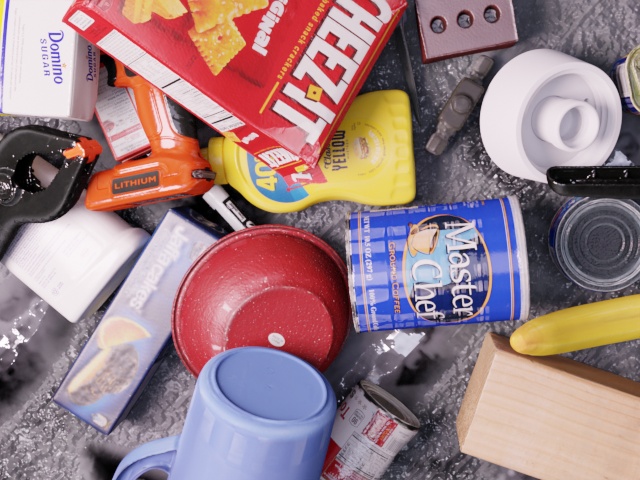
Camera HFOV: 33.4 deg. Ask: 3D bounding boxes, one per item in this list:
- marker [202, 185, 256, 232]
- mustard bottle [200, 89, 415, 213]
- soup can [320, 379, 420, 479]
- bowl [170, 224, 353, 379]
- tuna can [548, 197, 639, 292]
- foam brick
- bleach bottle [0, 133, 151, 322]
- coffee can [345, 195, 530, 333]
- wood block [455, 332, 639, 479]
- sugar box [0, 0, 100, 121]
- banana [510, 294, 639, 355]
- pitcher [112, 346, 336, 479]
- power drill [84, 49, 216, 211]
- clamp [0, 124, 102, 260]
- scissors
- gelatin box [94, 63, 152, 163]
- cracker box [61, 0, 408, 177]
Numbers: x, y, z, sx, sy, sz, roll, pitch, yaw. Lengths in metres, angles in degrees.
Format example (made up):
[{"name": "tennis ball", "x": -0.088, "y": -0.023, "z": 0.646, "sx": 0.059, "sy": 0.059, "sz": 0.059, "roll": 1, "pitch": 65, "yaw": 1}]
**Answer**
[{"name": "marker", "x": -0.056, "y": 0.001, "z": 0.931, "sx": 0.020, "sy": 0.020, "sz": 0.121, "roll": -41, "pitch": 91, "yaw": 7}, {"name": "mustard bottle", "x": -0.017, "y": -0.072, "z": 0.901, "sx": 0.191, "sy": 0.058, "sz": 0.096, "roll": -4, "pitch": 92, "yaw": 6}, {"name": "soup can", "x": 0.030, "y": 0.180, "z": 0.916, "sx": 0.068, "sy": 0.068, "sz": 0.102, "roll": 36, "pitch": 97, "yaw": 1}, {"name": "bowl", "x": -0.040, "y": 0.071, "z": 0.888, "sx": 0.162, "sy": 0.055, "sz": 0.162, "roll": -5, "pitch": 110, "yaw": -15}, {"name": "tuna can", "x": 0.237, "y": 0.000, "z": 0.898, "sx": 0.086, "sy": 0.033, "sz": 0.086, "roll": 0, "pitch": 95, "yaw": 5}, {"name": "foam brick", "x": 0.119, "y": -0.180, "z": 0.882, "sx": 0.078, "sy": 0.051, "sz": 0.053, "roll": -11, "pitch": 94, "yaw": 6}, {"name": "bleach bottle", "x": -0.272, "y": -0.045, "z": 0.924, "sx": 0.251, "sy": 0.068, "sz": 0.102, "roll": 41, "pitch": 99, "yaw": 2}, {"name": "coffee can", "x": 0.095, "y": 0.020, "z": 0.878, "sx": 0.140, "sy": 0.102, "sz": 0.103, "roll": -5, "pitch": 95, "yaw": 5}, {"name": "wood block", "x": 0.226, "y": 0.156, "z": 0.886, "sx": 0.206, "sy": 0.091, "sz": 0.090, "roll": 18, "pitch": 96, "yaw": 3}, {"name": "sugar box", "x": -0.262, "y": -0.147, "z": 0.856, "sx": 0.176, "sy": 0.048, "sz": 0.093, "roll": 6, "pitch": 93, "yaw": 17}, {"name": "banana", "x": 0.243, "y": 0.065, "z": 0.880, "sx": 0.197, "sy": 0.070, "sz": 0.037, "roll": -10, "pitch": 78, "yaw": -8}, {"name": "pitcher", "x": -0.077, "y": 0.206, "z": 0.855, "sx": 0.145, "sy": 0.148, "sz": 0.243, "roll": 39, "pitch": 126, "yaw": 36}, {"name": "power drill", "x": -0.167, "y": -0.121, "z": 0.875, "sx": 0.185, "sy": 0.057, "sz": 0.187, "roll": -9, "pitch": 91, "yaw": 16}, {"name": "clamp", "x": -0.256, "y": -0.051, "z": 0.864, "sx": 0.172, "sy": 0.039, "sz": 0.120, "roll": -32, "pitch": 96, "yaw": 21}, {"name": "scissors", "x": 0.051, "y": -0.202, "z": 0.896, "sx": 0.016, "sy": 0.096, "sz": 0.202, "roll": -22, "pitch": 125, "yaw": -22}, {"name": "gelatin box", "x": -0.157, "y": -0.121, "z": 0.922, "sx": 0.073, "sy": 0.030, "sz": 0.089, "roll": -24, "pitch": 90, "yaw": 7}, {"name": "cracker box", "x": -0.060, "y": -0.175, "z": 0.813, "sx": 0.213, "sy": 0.072, "sz": 0.164, "roll": 34, "pitch": 76, "yaw": -20}]
